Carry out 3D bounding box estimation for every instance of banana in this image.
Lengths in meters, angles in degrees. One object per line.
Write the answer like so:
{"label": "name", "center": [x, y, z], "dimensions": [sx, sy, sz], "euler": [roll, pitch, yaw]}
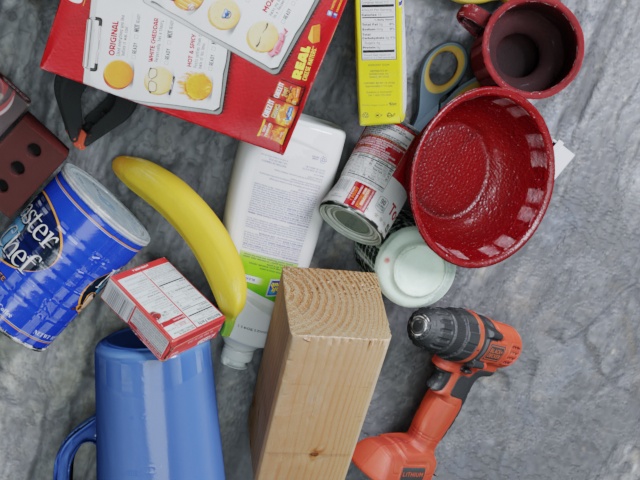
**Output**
{"label": "banana", "center": [-0.121, -0.005, 0.980], "dimensions": [0.070, 0.037, 0.198], "euler": [-32, 89, 25]}

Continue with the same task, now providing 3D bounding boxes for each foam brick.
{"label": "foam brick", "center": [-0.272, -0.069, 0.966], "dimensions": [0.053, 0.051, 0.078], "euler": [42, 93, -16]}

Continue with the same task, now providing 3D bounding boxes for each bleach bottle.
{"label": "bleach bottle", "center": [-0.057, 0.001, 1.015], "dimensions": [0.102, 0.068, 0.251], "euler": [15, 103, -9]}

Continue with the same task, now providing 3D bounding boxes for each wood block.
{"label": "wood block", "center": [-0.006, 0.132, 0.994], "dimensions": [0.090, 0.090, 0.206], "euler": [5, 129, -12]}

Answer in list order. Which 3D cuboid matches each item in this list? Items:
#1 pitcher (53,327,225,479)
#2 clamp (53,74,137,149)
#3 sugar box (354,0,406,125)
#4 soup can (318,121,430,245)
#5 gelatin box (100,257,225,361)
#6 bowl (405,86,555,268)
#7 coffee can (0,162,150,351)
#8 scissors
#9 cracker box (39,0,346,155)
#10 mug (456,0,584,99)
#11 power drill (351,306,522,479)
{"label": "pitcher", "center": [-0.163, 0.208, 1.015], "dimensions": [0.148, 0.145, 0.243], "euler": [-10, 103, -40]}
{"label": "clamp", "center": [-0.195, -0.165, 0.948], "dimensions": [0.120, 0.039, 0.171], "euler": [27, 103, -29]}
{"label": "sugar box", "center": [0.052, -0.200, 0.942], "dimensions": [0.048, 0.093, 0.176], "euler": [-3, 121, 6]}
{"label": "soup can", "center": [0.051, -0.055, 0.981], "dimensions": [0.068, 0.069, 0.102], "euler": [36, 71, -15]}
{"label": "gelatin box", "center": [-0.142, 0.061, 0.962], "dimensions": [0.089, 0.073, 0.030], "euler": [43, 124, 17]}
{"label": "bowl", "center": [0.132, -0.059, 0.958], "dimensions": [0.161, 0.055, 0.162], "euler": [-7, 105, -29]}
{"label": "coffee can", "center": [-0.239, 0.015, 0.964], "dimensions": [0.102, 0.103, 0.140], "euler": [43, 93, -16]}
{"label": "scissors", "center": [0.084, -0.117, 1.034], "dimensions": [0.201, 0.016, 0.096], "euler": [-30, 104, -2]}
{"label": "cracker box", "center": [-0.100, -0.186, 0.878], "dimensions": [0.213, 0.072, 0.164], "euler": [19, 106, -14]}
{"label": "mug", "center": [0.176, -0.179, 0.984], "dimensions": [0.117, 0.081, 0.093], "euler": [30, 90, -5]}
{"label": "power drill", "center": [0.106, 0.150, 1.039], "dimensions": [0.184, 0.057, 0.188], "euler": [18, 108, -51]}
